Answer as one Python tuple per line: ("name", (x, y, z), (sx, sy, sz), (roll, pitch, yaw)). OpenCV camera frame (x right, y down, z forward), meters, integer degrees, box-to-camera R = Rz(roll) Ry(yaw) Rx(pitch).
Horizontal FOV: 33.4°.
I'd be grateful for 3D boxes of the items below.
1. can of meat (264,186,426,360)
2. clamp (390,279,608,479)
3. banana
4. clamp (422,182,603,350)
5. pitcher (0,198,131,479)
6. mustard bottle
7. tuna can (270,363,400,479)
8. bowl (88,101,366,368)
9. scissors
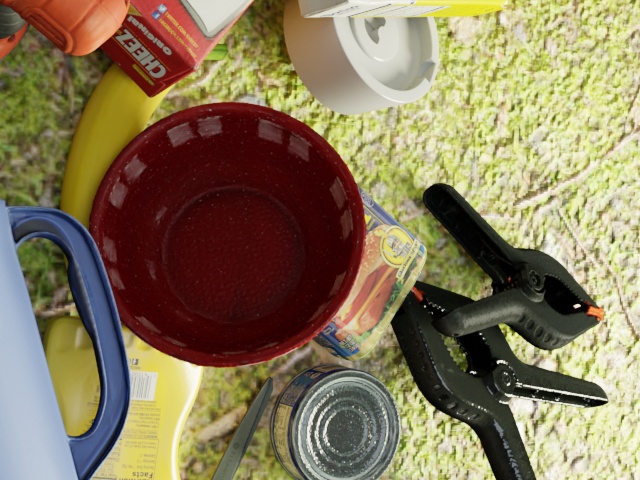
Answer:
("can of meat", (0.013, 0.018, 0.717), (0.084, 0.058, 0.102), (41, 73, -23))
("clamp", (0.127, 0.101, 0.769), (0.210, 0.036, 0.164), (50, 43, -6))
("banana", (-0.121, -0.055, 0.663), (0.069, 0.037, 0.197), (29, 77, -22))
("clamp", (0.138, 0.041, 0.768), (0.171, 0.039, 0.120), (29, 53, -23))
("pitcher", (-0.185, 0.103, 0.559), (0.144, 0.149, 0.243), (-19, 90, -68))
("mustard bottle", (-0.129, 0.145, 0.644), (0.096, 0.058, 0.191), (9, 85, -22))
("tuna can", (0.011, 0.128, 0.726), (0.086, 0.034, 0.086), (0, 89, -26))
("bowl", (-0.054, 0.001, 0.643), (0.162, 0.055, 0.162), (0, 74, 0))
("scissors", (-0.066, 0.196, 0.698), (0.096, 0.016, 0.201), (48, 71, -19))
